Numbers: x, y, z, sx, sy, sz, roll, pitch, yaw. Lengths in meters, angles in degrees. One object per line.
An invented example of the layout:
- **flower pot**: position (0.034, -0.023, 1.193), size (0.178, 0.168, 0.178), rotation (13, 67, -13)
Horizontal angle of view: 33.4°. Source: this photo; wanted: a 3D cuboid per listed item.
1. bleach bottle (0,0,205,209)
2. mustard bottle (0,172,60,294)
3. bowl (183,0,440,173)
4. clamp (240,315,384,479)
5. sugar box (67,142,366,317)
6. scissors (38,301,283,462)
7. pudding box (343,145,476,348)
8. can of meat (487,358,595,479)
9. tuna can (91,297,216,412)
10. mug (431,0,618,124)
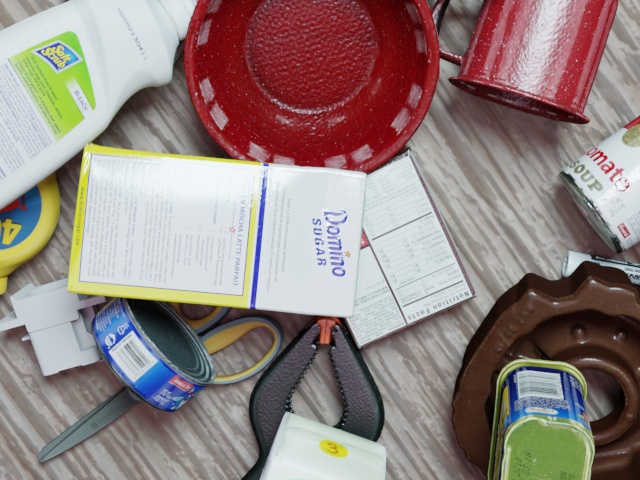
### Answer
- **bleach bottle**: position (-0.183, -0.079, 0.666), size (0.250, 0.068, 0.102), rotation (-31, 114, -11)
- **mustard bottle**: position (-0.225, -0.039, 0.728), size (0.096, 0.058, 0.192), rotation (10, 99, -4)
- **bowl**: position (-0.006, -0.120, 0.693), size (0.162, 0.055, 0.162), rotation (0, 111, -1)
- **clamp**: position (-0.016, 0.152, 0.752), size (0.164, 0.036, 0.210), rotation (0, 102, 3)
- **sugar box**: position (-0.063, -0.005, 0.667), size (0.176, 0.048, 0.093), rotation (6, 89, -7)
- **scissors**: position (-0.126, 0.083, 0.761), size (0.202, 0.016, 0.096), rotation (-20, 95, 6)
- **pudding box**: position (0.043, 0.005, 0.726), size (0.090, 0.039, 0.113), rotation (-24, 98, 6)
- **can of meat**: position (0.135, 0.136, 0.657), size (0.057, 0.084, 0.102), rotation (5, 107, 8)
- **tuna can**: position (-0.110, 0.071, 0.706), size (0.034, 0.086, 0.086), rotation (-41, 94, 9)
- **mug**: position (0.126, -0.130, 0.678), size (0.117, 0.093, 0.081), rotation (19, 94, 12)
